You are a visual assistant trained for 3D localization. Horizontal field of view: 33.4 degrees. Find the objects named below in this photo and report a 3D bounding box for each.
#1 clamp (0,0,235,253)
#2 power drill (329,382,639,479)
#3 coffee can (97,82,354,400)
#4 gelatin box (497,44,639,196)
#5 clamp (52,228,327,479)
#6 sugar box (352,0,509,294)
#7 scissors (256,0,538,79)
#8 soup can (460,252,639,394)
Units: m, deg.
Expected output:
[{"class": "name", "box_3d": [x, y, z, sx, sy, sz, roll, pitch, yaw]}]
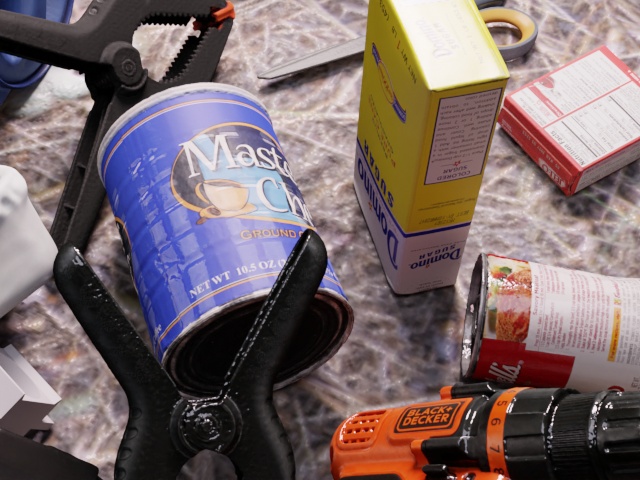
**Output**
[{"class": "clamp", "box_3d": [-0.125, -0.090, 0.646, 0.036, 0.164, 0.209, -5, 20, 46]}, {"class": "power drill", "box_3d": [0.050, 0.133, 0.426, 0.057, 0.185, 0.187, 56, 46, -18]}, {"class": "coffee can", "box_3d": [-0.054, 0.001, 0.572, 0.102, 0.103, 0.140, -15, 57, -13]}, {"class": "gelatin box", "box_3d": [0.169, -0.077, 0.680, 0.089, 0.030, 0.073, -28, 62, -20]}, {"class": "clamp", "box_3d": [-0.043, 0.073, 0.471, 0.120, 0.039, 0.171, -12, 90, -6]}, {"class": "sugar box", "box_3d": [0.051, -0.055, 0.571, 0.048, 0.176, 0.093, -10, 55, -12]}, {"class": "scissors", "box_3d": [0.064, -0.130, 0.722, 0.201, 0.016, 0.096, -35, 63, -23]}, {"class": "soup can", "box_3d": [0.131, 0.047, 0.569, 0.102, 0.068, 0.068, 8, 55, 2]}]
